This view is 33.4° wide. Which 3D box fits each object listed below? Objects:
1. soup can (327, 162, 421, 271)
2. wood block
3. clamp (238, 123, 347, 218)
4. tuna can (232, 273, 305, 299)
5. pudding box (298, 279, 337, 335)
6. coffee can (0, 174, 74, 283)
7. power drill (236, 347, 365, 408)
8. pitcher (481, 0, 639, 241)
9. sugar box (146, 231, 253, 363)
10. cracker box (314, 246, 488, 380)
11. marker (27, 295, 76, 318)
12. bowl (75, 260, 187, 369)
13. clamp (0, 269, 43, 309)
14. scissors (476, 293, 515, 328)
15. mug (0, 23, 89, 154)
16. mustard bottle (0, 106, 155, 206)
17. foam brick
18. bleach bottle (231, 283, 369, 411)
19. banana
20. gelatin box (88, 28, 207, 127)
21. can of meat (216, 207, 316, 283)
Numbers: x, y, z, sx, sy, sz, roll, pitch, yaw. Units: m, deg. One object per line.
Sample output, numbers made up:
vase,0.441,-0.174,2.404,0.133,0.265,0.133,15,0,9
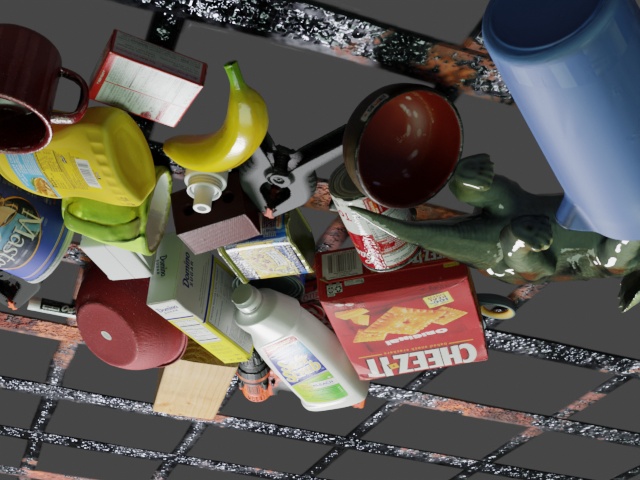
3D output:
soup can,0.055,-0.028,1.062,0.069,0.068,0.102,-9,132,22
wood block,-0.165,0.161,1.433,0.090,0.091,0.206,10,150,-10
clamp,-0.046,-0.079,1.042,0.120,0.039,0.172,23,146,-8
tuna can,-0.060,0.042,1.263,0.086,0.033,0.086,4,151,2
pudding box,-0.005,0.093,1.341,0.090,0.039,0.113,-14,146,29
coffee can,-0.339,-0.028,1.106,0.140,0.103,0.103,28,143,-36
power drill,-0.026,0.182,1.489,0.187,0.057,0.184,6,155,3
pitcher,0.232,-0.120,0.853,0.145,0.149,0.242,2,151,37
sugar box,-0.136,0.070,1.264,0.048,0.093,0.176,-12,146,26
cracker box,0.098,0.080,1.223,0.164,0.072,0.213,-10,147,10
marker,-0.324,0.094,1.409,0.121,0.020,0.020,13,150,-16
bowl,-0.240,0.100,1.286,0.162,0.055,0.162,17,127,24
clamp,-0.372,0.024,1.272,0.164,0.036,0.210,2,149,4
scissors,0.170,0.062,1.285,0.096,0.016,0.201,-12,147,24
mug,-0.260,-0.132,0.930,0.117,0.081,0.093,7,151,-4
mustard bottle,-0.254,-0.083,1.015,0.192,0.058,0.096,5,136,29
foam brick,-0.108,-0.027,1.106,0.078,0.053,0.051,-18,151,8
bleach bottle,-0.036,0.126,1.304,0.103,0.068,0.250,-13,142,27
banana,-0.091,-0.098,0.975,0.037,0.069,0.198,-27,176,-31
gelatin box,-0.154,-0.143,0.950,0.089,0.030,0.073,17,147,-21
can of meat,-0.058,0.001,1.167,0.084,0.057,0.102,-7,150,16
